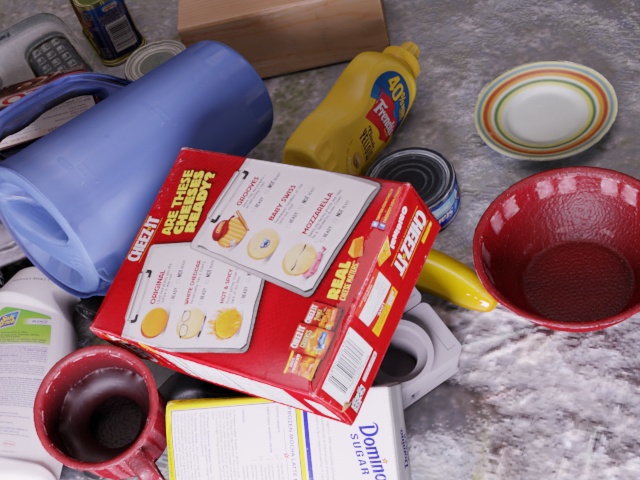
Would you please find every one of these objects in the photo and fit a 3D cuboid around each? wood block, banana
[{"bbox_3d":[-0.038,-0.236,1.119,0.206,0.090,0.091,-11,49,7],"label":"wood block"},{"bbox_3d":[0.051,0.032,0.905,0.198,0.037,0.069,-5,79,17],"label":"banana"}]

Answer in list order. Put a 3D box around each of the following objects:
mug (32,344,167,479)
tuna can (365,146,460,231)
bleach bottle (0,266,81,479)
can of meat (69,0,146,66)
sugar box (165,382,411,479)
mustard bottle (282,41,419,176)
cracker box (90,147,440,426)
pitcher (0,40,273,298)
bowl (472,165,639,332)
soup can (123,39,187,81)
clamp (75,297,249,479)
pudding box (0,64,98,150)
[{"bbox_3d":[-0.153,0.143,0.808,0.093,0.081,0.117,-40,70,-11],"label":"mug"},{"bbox_3d":[0.081,-0.043,0.957,0.086,0.033,0.086,-9,49,10],"label":"tuna can"},{"bbox_3d":[-0.247,0.109,0.911,0.102,0.068,0.250,3,47,3],"label":"bleach bottle"},{"bbox_3d":[-0.248,-0.261,1.207,0.057,0.084,0.102,-30,49,-9],"label":"can of meat"},{"bbox_3d":[-0.024,0.157,0.779,0.176,0.048,0.093,-6,85,17],"label":"sugar box"},{"bbox_3d":[0.039,-0.118,0.991,0.058,0.096,0.191,19,58,29],"label":"mustard bottle"},{"bbox_3d":[-0.041,0.027,0.780,0.214,0.072,0.164,11,67,36],"label":"cracker box"},{"bbox_3d":[-0.164,-0.079,0.930,0.145,0.149,0.242,13,46,45],"label":"pitcher"},{"bbox_3d":[0.205,0.017,0.854,0.162,0.055,0.162,-9,49,10],"label":"bowl"},{"bbox_3d":[-0.147,-0.141,1.063,0.068,0.102,0.068,-9,49,10],"label":"soup can"},{"bbox_3d":[-0.110,0.094,0.893,0.210,0.036,0.164,-19,58,0],"label":"clamp"},{"bbox_3d":[-0.277,-0.133,1.055,0.113,0.039,0.090,-20,28,-8],"label":"pudding box"}]
